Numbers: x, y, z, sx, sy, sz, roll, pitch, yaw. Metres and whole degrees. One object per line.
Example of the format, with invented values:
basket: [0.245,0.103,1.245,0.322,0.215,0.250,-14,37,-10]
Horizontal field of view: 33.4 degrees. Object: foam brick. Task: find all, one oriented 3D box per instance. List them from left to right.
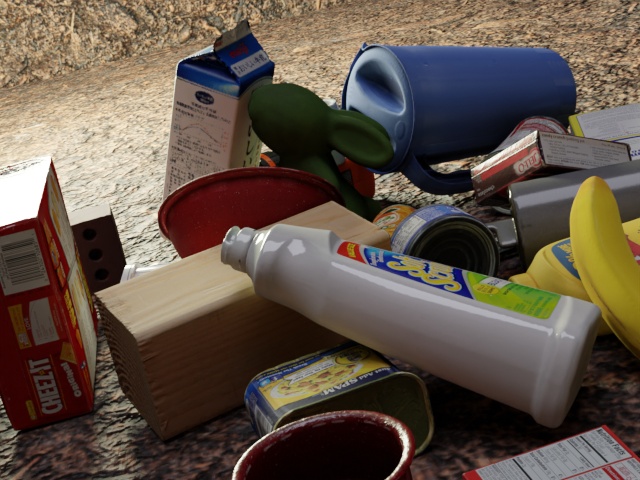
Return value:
foam brick: [-0.230,0.009,1.094,0.053,0.078,0.051,-16,18,-7]

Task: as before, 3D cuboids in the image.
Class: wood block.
wood block: [-0.051,0.055,0.804,0.205,0.091,0.090,-22,28,-23]

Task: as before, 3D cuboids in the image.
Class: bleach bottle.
bleach bottle: [0.047,0.040,0.691,0.251,0.068,0.102,17,16,19]

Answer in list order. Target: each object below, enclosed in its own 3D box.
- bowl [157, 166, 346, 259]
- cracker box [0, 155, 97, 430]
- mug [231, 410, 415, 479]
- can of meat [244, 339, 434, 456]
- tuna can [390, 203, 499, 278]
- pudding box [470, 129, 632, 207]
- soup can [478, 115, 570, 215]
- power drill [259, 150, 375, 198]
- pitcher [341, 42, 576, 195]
bowl: [-0.056,0.001,0.901,0.162,0.162,0.055,-11,63,9]
cracker box: [-0.240,0.035,0.893,0.072,0.164,0.214,-14,19,-7]
mug: [0.014,0.147,0.525,0.093,0.081,0.117,-19,19,-14]
can of meat: [0.008,0.108,0.679,0.102,0.057,0.084,-18,17,-14]
tuna can: [0.096,0.016,0.831,0.086,0.086,0.034,-19,21,-14]
pudding box: [0.202,-0.058,0.928,0.113,0.039,0.090,2,-19,-32]
soup can: [0.201,-0.074,1.041,0.069,0.068,0.102,-1,23,32]
power drill: [-0.030,-0.065,1.202,0.188,0.057,0.184,4,26,46]
pitcher: [0.157,-0.139,1.142,0.242,0.149,0.145,-9,16,-30]
